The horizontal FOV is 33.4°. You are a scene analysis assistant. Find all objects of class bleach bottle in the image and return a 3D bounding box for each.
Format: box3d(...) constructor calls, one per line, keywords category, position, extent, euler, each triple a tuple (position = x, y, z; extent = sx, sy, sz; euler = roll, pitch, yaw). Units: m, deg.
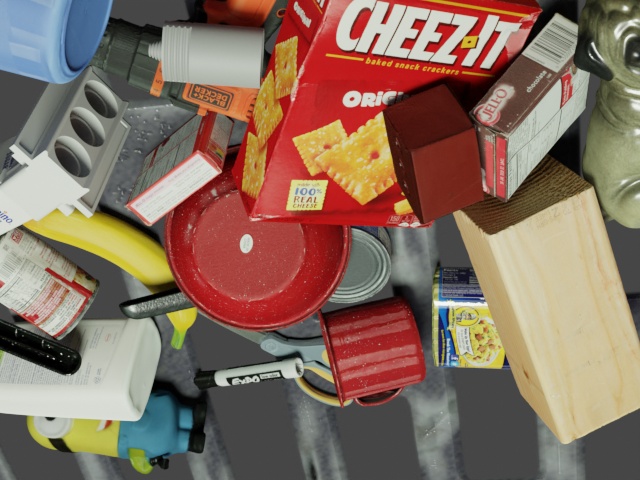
box3d(category="bleach bottle", position=(-0.288, 0.117, 1.028), extent=(0.251, 0.102, 0.068), euler=(2, 143, 12))

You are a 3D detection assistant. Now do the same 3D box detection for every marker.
box3d(category="marker", position=(-0.073, 0.131, 1.043), extent=(0.121, 0.020, 0.020), euler=(-11, 127, 28))

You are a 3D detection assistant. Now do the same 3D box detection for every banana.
box3d(category="banana", position=(-0.175, 0.021, 0.961), extent=(0.069, 0.037, 0.197), euler=(-44, 111, 6))

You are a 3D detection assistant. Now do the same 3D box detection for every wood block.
box3d(category="wood block", position=(0.187, 0.047, 0.860), extent=(0.090, 0.091, 0.206), euler=(-26, 116, -4))

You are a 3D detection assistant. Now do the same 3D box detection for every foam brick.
box3d(category="foam brick", position=(0.081, -0.061, 0.763), extent=(0.051, 0.053, 0.078), euler=(-21, 137, -3))

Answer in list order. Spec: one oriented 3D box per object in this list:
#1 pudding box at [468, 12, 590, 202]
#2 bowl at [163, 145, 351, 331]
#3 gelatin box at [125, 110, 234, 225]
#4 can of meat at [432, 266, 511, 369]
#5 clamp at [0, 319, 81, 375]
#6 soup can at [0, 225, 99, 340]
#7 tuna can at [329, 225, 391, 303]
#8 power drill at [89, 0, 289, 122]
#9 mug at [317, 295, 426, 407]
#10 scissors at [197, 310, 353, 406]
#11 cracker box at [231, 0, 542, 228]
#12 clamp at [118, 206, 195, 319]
box3d(category="pudding box", position=(0.154, -0.096, 0.785), extent=(0.039, 0.113, 0.090), euler=(36, 161, 24))
box3d(category="bowl", position=(-0.056, 0.001, 0.884), extent=(0.162, 0.055, 0.162), euler=(1, 96, 4))
box3d(category="gelatin box", position=(-0.114, -0.061, 0.875), extent=(0.089, 0.073, 0.030), euler=(-35, 117, 28))
box3d(category="can of meat", position=(0.144, 0.071, 0.964), extent=(0.084, 0.057, 0.102), euler=(1, 127, 8))
box3d(category="clamp", position=(-0.324, 0.071, 0.971), extent=(0.210, 0.036, 0.164), euler=(3, 151, 43))
box3d(category="soup can", position=(-0.262, 0.035, 0.969), extent=(0.102, 0.068, 0.069), euler=(39, 122, -22))
box3d(category="tuna can", position=(0.020, 0.013, 0.945), extent=(0.086, 0.033, 0.086), euler=(3, 128, 3))
box3d(category="power drill", position=(-0.084, -0.181, 0.791), extent=(0.184, 0.057, 0.188), euler=(17, 130, -12))
box3d(category="mug", position=(0.049, 0.107, 0.976), extent=(0.081, 0.093, 0.117), euler=(-13, 125, -2))
box3d(category="scissors", position=(-0.029, 0.092, 1.024), extent=(0.096, 0.016, 0.201), euler=(-35, 118, 28))
box3d(category="cracker box", position=(0.043, -0.107, 0.794), extent=(0.164, 0.072, 0.214), euler=(3, 132, -25))
box3d(category="clamp", position=(-0.085, 0.021, 0.948), extent=(0.171, 0.039, 0.120), euler=(9, 101, -19))
